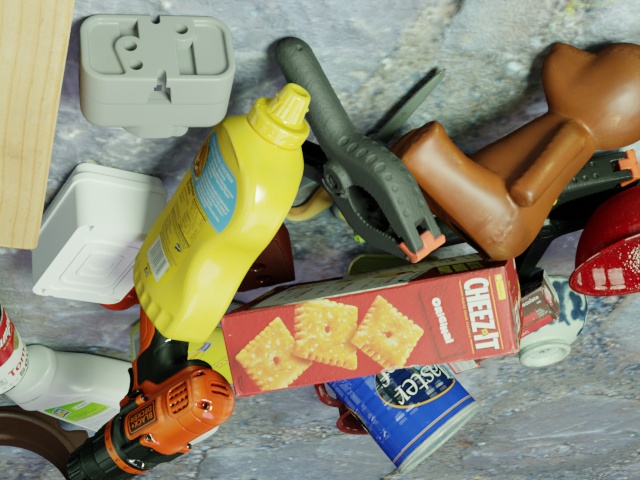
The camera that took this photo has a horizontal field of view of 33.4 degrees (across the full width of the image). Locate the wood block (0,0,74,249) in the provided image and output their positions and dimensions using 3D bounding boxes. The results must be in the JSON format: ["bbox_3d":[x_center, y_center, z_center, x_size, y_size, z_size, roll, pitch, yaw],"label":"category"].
[{"bbox_3d":[-0.190,-0.097,0.601,0.090,0.091,0.206,8,138,-15],"label":"wood block"}]

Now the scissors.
[{"bbox_3d":[0.050,-0.064,0.845,0.096,0.016,0.202,18,139,-42],"label":"scissors"}]

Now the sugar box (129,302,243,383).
[{"bbox_3d":[-0.091,0.103,1.056,0.175,0.048,0.093,19,139,-39],"label":"sugar box"}]

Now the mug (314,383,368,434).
[{"bbox_3d":[0.045,0.154,1.150,0.117,0.081,0.093,6,146,-26],"label":"mug"}]

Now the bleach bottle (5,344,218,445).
[{"bbox_3d":[-0.222,0.154,1.089,0.103,0.068,0.250,-29,143,28],"label":"bleach bottle"}]

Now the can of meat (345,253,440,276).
[{"bbox_3d":[0.086,0.048,0.977,0.102,0.057,0.083,0,168,35],"label":"can of meat"}]

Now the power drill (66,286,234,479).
[{"bbox_3d":[-0.153,0.100,0.892,0.185,0.187,0.057,-32,145,30],"label":"power drill"}]

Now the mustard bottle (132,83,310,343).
[{"bbox_3d":[-0.062,-0.027,0.728,0.058,0.096,0.192,15,124,-32],"label":"mustard bottle"}]

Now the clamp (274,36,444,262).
[{"bbox_3d":[0.015,-0.048,0.741,0.039,0.171,0.120,-32,168,-20],"label":"clamp"}]

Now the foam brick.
[{"bbox_3d":[-0.056,0.001,0.887,0.053,0.051,0.078,-13,150,5],"label":"foam brick"}]

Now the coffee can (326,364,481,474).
[{"bbox_3d":[0.073,0.143,1.049,0.102,0.140,0.103,-37,163,-13],"label":"coffee can"}]

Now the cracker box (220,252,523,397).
[{"bbox_3d":[0.049,0.062,0.841,0.214,0.072,0.164,-10,-177,13],"label":"cracker box"}]

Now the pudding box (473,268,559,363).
[{"bbox_3d":[0.183,0.072,1.026,0.090,0.039,0.113,-31,178,15],"label":"pudding box"}]

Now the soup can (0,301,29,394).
[{"bbox_3d":[-0.303,0.090,0.945,0.068,0.068,0.102,-8,150,-4],"label":"soup can"}]
